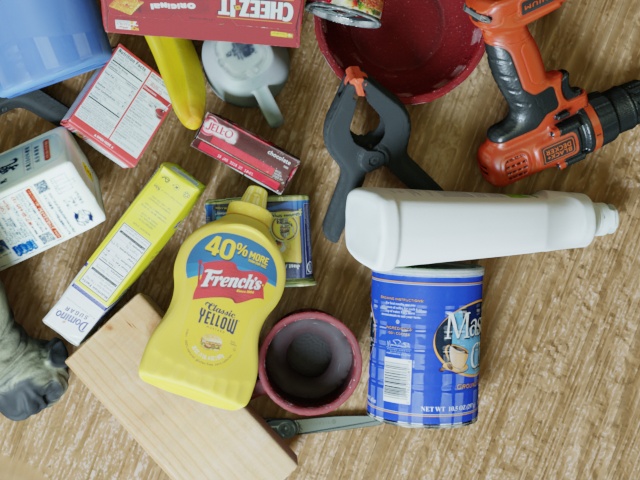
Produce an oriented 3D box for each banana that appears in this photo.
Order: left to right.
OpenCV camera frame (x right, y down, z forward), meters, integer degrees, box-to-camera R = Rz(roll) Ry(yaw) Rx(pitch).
[{"bbox_3d":[-0.145,-0.185,0.964,0.037,0.069,0.198,-30,83,23],"label":"banana"}]

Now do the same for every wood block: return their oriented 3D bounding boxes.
[{"bbox_3d":[-0.122,0.154,0.964,0.090,0.091,0.206,-43,88,-4],"label":"wood block"}]

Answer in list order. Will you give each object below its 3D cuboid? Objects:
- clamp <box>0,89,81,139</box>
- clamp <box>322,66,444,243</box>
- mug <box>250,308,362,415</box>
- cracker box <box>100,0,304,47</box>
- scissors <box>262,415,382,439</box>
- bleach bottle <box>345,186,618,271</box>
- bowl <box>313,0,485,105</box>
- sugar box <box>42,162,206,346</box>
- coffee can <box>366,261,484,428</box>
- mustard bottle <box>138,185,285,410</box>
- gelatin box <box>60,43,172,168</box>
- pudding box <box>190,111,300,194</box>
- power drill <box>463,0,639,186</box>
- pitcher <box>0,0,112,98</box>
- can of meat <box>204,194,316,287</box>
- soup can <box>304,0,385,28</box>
[{"bbox_3d":[-0.285,-0.169,0.982,0.210,0.036,0.164,2,92,-5],"label":"clamp"},{"bbox_3d":[0.057,-0.078,0.967,0.120,0.039,0.171,-11,127,-10],"label":"clamp"},{"bbox_3d":[-0.021,0.113,0.983,0.117,0.081,0.093,-31,94,0],"label":"mug"},{"bbox_3d":[-0.091,-0.271,0.912,0.164,0.072,0.213,4,57,-2],"label":"cracker box"},{"bbox_3d":[-0.044,0.197,1.019,0.201,0.016,0.096,10,90,-1],"label":"scissors"},{"bbox_3d":[0.154,-0.015,0.953,0.250,0.103,0.068,-2,100,-17],"label":"bleach bottle"},{"bbox_3d":[0.073,-0.203,0.979,0.162,0.055,0.162,0,93,-1],"label":"bowl"},{"bbox_3d":[-0.174,0.010,0.968,0.048,0.093,0.176,35,93,-3],"label":"sugar box"},{"bbox_3d":[0.095,0.091,0.973,0.103,0.103,0.140,2,93,-2],"label":"coffee can"},{"bbox_3d":[-0.082,0.042,0.916,0.096,0.058,0.191,20,71,-8],"label":"mustard bottle"},{"bbox_3d":[-0.180,-0.122,0.969,0.073,0.030,0.089,36,73,-25],"label":"gelatin box"},{"bbox_3d":[-0.065,-0.079,0.954,0.090,0.113,0.039,29,92,-3],"label":"pudding box"},{"bbox_3d":[0.213,-0.155,0.951,0.184,0.057,0.187,-25,121,-9],"label":"power drill"},{"bbox_3d":[-0.276,-0.246,0.898,0.144,0.149,0.243,-26,103,-28],"label":"pitcher"},{"bbox_3d":[-0.057,0.001,0.988,0.102,0.057,0.084,-3,92,-1],"label":"can of meat"},{"bbox_3d":[0.030,-0.241,0.913,0.068,0.068,0.102,13,92,-2],"label":"soup can"}]
